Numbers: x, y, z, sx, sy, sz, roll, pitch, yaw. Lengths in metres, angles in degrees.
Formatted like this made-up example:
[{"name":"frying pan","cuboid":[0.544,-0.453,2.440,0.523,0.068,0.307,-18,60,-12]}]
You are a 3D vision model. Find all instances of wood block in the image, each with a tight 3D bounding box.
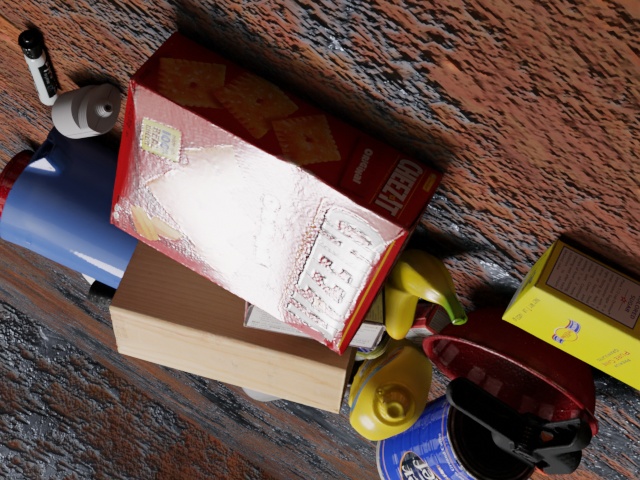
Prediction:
[{"name":"wood block","cuboid":[-0.069,0.069,0.938,0.206,0.090,0.090,14,147,6]}]

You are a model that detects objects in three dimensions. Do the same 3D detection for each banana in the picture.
[{"name":"banana","cuboid":[0.075,0.044,0.890,0.037,0.069,0.198,-8,173,-9]}]

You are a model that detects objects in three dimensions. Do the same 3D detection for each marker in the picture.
[{"name":"marker","cuboid":[-0.248,-0.152,0.941,0.020,0.020,0.121,29,163,3]}]

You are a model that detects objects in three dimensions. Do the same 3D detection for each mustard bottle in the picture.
[{"name":"mustard bottle","cuboid":[0.068,0.144,1.027,0.058,0.096,0.191,41,-177,0]}]

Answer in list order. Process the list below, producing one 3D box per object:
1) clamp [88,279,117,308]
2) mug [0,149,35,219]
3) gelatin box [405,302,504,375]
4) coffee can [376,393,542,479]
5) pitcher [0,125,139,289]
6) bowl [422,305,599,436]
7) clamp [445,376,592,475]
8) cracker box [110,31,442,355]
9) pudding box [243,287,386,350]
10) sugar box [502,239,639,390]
[{"name":"clamp","cuboid":[-0.205,0.072,1.193,0.210,0.036,0.164,12,175,41]},{"name":"mug","cuboid":[-0.318,-0.050,1.251,0.081,0.093,0.117,22,-167,10]},{"name":"gelatin box","cuboid":[0.120,0.091,0.997,0.089,0.030,0.073,35,164,-14]},{"name":"coffee can","cuboid":[0.130,0.199,1.026,0.102,0.102,0.141,34,148,-10]},{"name":"pitcher","cuboid":[-0.187,-0.004,1.079,0.243,0.145,0.149,28,-163,0]},{"name":"bowl","cuboid":[0.169,0.102,0.900,0.162,0.055,0.162,28,163,9]},{"name":"clamp","cuboid":[0.168,0.161,0.902,0.120,0.039,0.171,26,163,21]},{"name":"cracker box","cuboid":[-0.043,-0.028,0.772,0.214,0.072,0.164,30,141,5]},{"name":"pudding box","cuboid":[-0.004,0.035,0.871,0.113,0.090,0.039,10,140,-9]},{"name":"sugar box","cuboid":[0.221,0.069,0.737,0.176,0.048,0.093,30,163,6]}]
